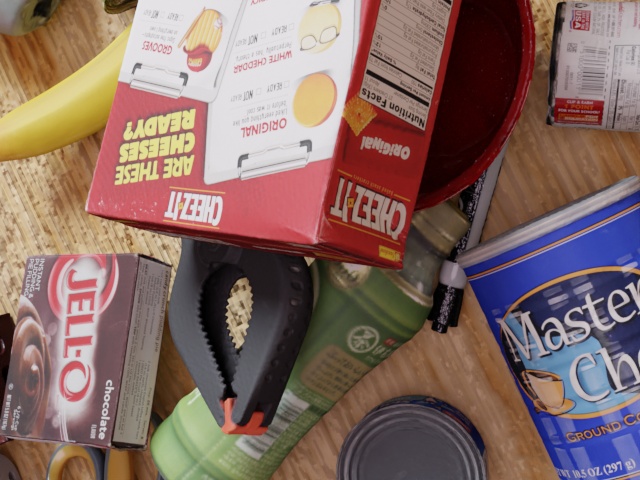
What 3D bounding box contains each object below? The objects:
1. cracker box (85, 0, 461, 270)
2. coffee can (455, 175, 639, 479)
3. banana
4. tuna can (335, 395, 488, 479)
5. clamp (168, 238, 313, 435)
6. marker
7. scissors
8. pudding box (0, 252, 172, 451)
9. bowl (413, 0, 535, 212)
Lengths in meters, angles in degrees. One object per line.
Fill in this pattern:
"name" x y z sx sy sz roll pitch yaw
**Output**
"cracker box" -0.016 -0.102 0.514 0.164 0.072 0.214 8 83 43
"coffee can" 0.146 0.050 0.554 0.103 0.102 0.140 -25 87 13
"banana" -0.120 -0.110 0.629 0.198 0.069 0.037 -45 45 17
"tuna can" 0.054 0.133 0.615 0.086 0.033 0.086 1 93 13
"clamp" -0.054 0.001 0.588 0.165 0.036 0.210 -8 75 39
"marker" 0.083 -0.005 0.608 0.020 0.020 0.121 16 96 12
"scissors" -0.133 0.199 0.635 0.096 0.016 0.201 -4 68 26
"pudding box" -0.138 0.064 0.629 0.090 0.039 0.113 -2 77 33
"bowl" 0.053 -0.092 0.576 0.162 0.055 0.162 -2 87 37
